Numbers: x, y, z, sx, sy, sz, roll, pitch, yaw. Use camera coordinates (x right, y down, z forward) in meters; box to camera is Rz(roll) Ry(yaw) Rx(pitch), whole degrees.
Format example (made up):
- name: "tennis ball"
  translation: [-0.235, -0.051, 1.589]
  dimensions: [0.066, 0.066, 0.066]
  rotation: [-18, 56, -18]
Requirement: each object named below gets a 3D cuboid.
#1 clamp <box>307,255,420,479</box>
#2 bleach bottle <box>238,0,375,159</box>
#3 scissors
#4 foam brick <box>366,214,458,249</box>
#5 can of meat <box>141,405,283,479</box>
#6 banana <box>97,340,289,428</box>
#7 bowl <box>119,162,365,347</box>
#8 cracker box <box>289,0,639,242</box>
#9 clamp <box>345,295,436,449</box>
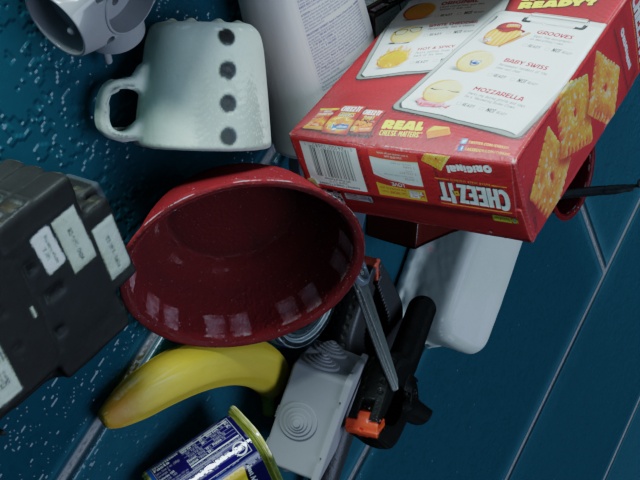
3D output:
- name: "clamp"
  translation: [0.046, 0.107, 0.942]
  dimensions: [0.164, 0.036, 0.210]
  rotation: [-23, 121, -51]
- name: "bleach bottle"
  translation: [-0.015, -0.184, 0.724]
  dimensions: [0.102, 0.068, 0.251]
  rotation: [-45, 133, -39]
- name: "scissors"
  translation: [0.033, 0.010, 0.842]
  dimensions: [0.201, 0.016, 0.096]
  rotation: [63, 36, -16]
- name: "foam brick"
  translation: [0.083, -0.031, 0.926]
  dimensions: [0.078, 0.053, 0.051]
  rotation: [-21, 120, -50]
- name: "can of meat"
  translation: [-0.073, 0.185, 0.774]
  dimensions: [0.083, 0.058, 0.102]
  rotation: [-33, 130, -17]
- name: "banana"
  translation: [-0.077, 0.101, 0.771]
  dimensions: [0.197, 0.037, 0.069]
  rotation: [11, 94, -55]
- name: "bowl"
  translation: [-0.055, 0.001, 0.705]
  dimensions: [0.162, 0.055, 0.162]
  rotation: [-9, 139, -8]
- name: "cracker box"
  translation: [0.107, -0.099, 0.716]
  dimensions: [0.213, 0.164, 0.072]
  rotation: [-51, 136, -35]
- name: "clamp"
  translation: [0.065, 0.114, 0.894]
  dimensions: [0.171, 0.039, 0.120]
  rotation: [-16, 105, -69]
